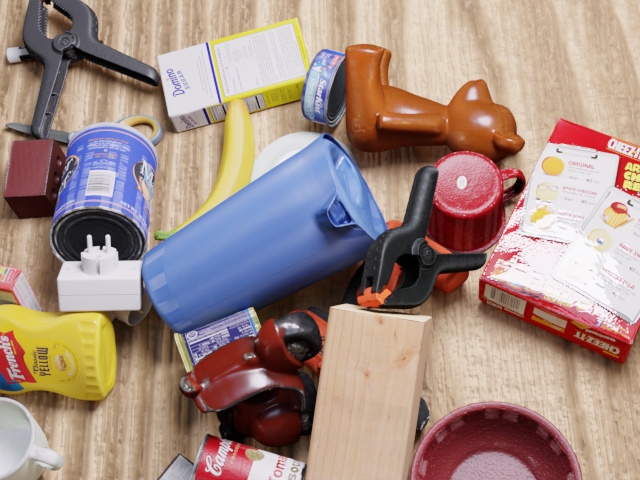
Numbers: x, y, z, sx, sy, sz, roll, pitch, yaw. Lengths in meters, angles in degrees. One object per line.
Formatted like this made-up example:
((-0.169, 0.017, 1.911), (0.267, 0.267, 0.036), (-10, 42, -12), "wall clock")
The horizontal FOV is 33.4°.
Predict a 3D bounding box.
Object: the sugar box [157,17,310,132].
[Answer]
((-0.100, -0.197, 1.274), (0.176, 0.048, 0.093), (-15, 64, 4), "sugar box")

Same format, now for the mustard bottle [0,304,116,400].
((-0.316, 0.116, 1.129), (0.192, 0.096, 0.058), (2, 20, 10), "mustard bottle")

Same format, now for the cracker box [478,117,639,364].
((0.282, -0.002, 1.116), (0.164, 0.072, 0.213), (23, 69, 17), "cracker box")

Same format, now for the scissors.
((-0.275, -0.133, 1.281), (0.202, 0.016, 0.096), (27, 69, 19), "scissors")

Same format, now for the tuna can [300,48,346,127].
((0.009, -0.176, 1.226), (0.034, 0.086, 0.086), (18, 68, 16), "tuna can")

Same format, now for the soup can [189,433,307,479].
((-0.069, 0.231, 1.015), (0.102, 0.068, 0.068), (16, 67, 4), "soup can")

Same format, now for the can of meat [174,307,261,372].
((-0.095, 0.118, 1.090), (0.084, 0.102, 0.057), (-21, 63, -6), "can of meat")

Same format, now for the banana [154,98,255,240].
((-0.112, -0.067, 1.204), (0.037, 0.069, 0.197), (-6, 51, 51), "banana")

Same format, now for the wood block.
((0.044, 0.170, 1.010), (0.090, 0.090, 0.206), (8, 90, 12), "wood block")

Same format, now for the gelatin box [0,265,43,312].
((-0.349, 0.057, 1.158), (0.073, 0.089, 0.030), (11, 58, 12), "gelatin box")

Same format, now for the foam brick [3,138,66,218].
((-0.330, -0.072, 1.238), (0.051, 0.053, 0.078), (-2, 65, 6), "foam brick")

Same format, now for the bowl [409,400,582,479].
((0.167, 0.239, 1.023), (0.162, 0.055, 0.162), (-3, 64, 6), "bowl")

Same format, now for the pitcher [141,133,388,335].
((-0.057, 0.001, 1.109), (0.243, 0.149, 0.145), (-29, 56, 15), "pitcher")

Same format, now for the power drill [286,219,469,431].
((0.073, 0.084, 1.109), (0.184, 0.057, 0.187), (34, 72, 17), "power drill")

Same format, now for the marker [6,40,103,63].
((-0.332, -0.239, 1.337), (0.121, 0.020, 0.020), (-6, 64, 4), "marker")

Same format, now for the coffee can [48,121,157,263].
((-0.234, -0.046, 1.163), (0.103, 0.103, 0.140), (-7, 45, 4), "coffee can")

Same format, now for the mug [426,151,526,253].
((0.166, -0.046, 1.146), (0.117, 0.081, 0.093), (-18, 64, -2), "mug")

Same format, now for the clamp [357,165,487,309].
((0.100, 0.019, 1.045), (0.120, 0.039, 0.171), (47, 56, -13), "clamp")

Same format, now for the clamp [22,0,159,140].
((-0.313, -0.225, 1.298), (0.164, 0.036, 0.210), (-33, 68, -7), "clamp")
